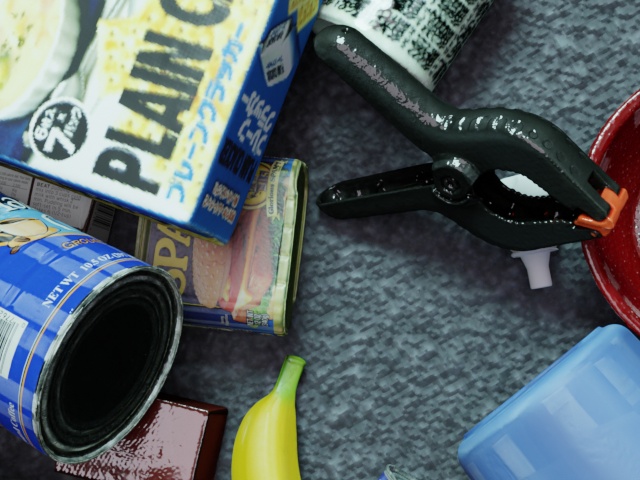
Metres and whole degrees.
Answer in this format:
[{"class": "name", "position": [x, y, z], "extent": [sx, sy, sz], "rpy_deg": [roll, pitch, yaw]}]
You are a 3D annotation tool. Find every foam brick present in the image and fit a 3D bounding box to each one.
[{"class": "foam brick", "position": [-0.097, 0.108, 0.582], "extent": [0.078, 0.053, 0.051], "rpy_deg": [12, 85, 8]}]

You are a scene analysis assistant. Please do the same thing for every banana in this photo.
[{"class": "banana", "position": [-0.010, 0.146, 0.534], "extent": [0.070, 0.037, 0.198], "rpy_deg": [-60, 34, 28]}]

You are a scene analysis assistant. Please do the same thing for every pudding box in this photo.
[{"class": "pudding box", "position": [-0.157, -0.062, 0.618], "extent": [0.090, 0.039, 0.113], "rpy_deg": [12, 83, 9]}]

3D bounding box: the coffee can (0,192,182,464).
[{"class": "coffee can", "position": [-0.155, 0.034, 0.532], "extent": [0.140, 0.102, 0.103], "rpy_deg": [24, 86, 24]}]

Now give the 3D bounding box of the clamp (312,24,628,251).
[{"class": "clamp", "position": [0.067, -0.033, 0.550], "extent": [0.171, 0.120, 0.039], "rpy_deg": [28, 55, 16]}]

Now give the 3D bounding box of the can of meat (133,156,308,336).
[{"class": "can of meat", "position": [-0.054, 0.001, 0.589], "extent": [0.084, 0.057, 0.102], "rpy_deg": [6, 83, 5]}]
